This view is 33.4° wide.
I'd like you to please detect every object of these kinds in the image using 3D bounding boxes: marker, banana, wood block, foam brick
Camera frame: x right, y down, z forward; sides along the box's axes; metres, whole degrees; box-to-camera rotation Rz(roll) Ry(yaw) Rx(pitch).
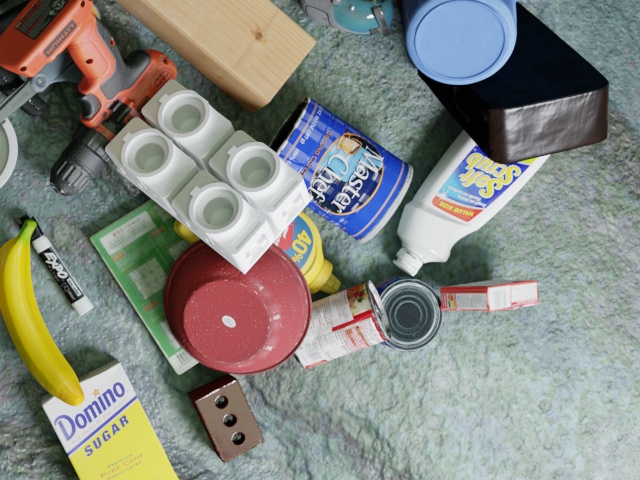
[{"bbox_3d":[-0.281,0.025,1.130,0.020,0.020,0.121,-34,98,-12],"label":"marker"},{"bbox_3d":[-0.297,0.082,1.101,0.037,0.070,0.198,-15,85,-48],"label":"banana"},{"bbox_3d":[-0.118,-0.238,1.135,0.206,0.090,0.090,39,80,-11],"label":"wood block"},{"bbox_3d":[-0.102,0.192,1.159,0.053,0.051,0.078,-26,96,-13],"label":"foam brick"}]

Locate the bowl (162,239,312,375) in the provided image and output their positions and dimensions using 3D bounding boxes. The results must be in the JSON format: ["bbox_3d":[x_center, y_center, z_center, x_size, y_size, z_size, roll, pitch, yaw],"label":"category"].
[{"bbox_3d":[-0.092,0.076,1.108,0.162,0.055,0.162,2,107,7],"label":"bowl"}]

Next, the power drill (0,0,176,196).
[{"bbox_3d":[-0.244,-0.153,1.068,0.057,0.187,0.184,30,78,31],"label":"power drill"}]

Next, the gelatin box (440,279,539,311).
[{"bbox_3d":[0.191,0.063,1.206,0.089,0.073,0.030,-4,91,-40],"label":"gelatin box"}]

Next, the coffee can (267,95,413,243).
[{"bbox_3d":[0.015,-0.077,1.161,0.140,0.103,0.103,33,82,-12],"label":"coffee can"}]

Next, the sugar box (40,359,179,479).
[{"bbox_3d":[-0.217,0.225,1.134,0.093,0.048,0.176,-28,98,-12],"label":"sugar box"}]

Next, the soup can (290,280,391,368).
[{"bbox_3d":[0.018,0.093,1.164,0.102,0.068,0.068,-21,96,10],"label":"soup can"}]

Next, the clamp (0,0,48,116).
[{"bbox_3d":[-0.334,-0.200,1.066,0.039,0.171,0.120,-7,79,28],"label":"clamp"}]

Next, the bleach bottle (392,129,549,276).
[{"bbox_3d":[0.176,-0.061,1.224,0.102,0.068,0.251,39,83,-10],"label":"bleach bottle"}]

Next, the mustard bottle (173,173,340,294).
[{"bbox_3d":[-0.057,0.001,1.162,0.191,0.058,0.096,35,78,-17],"label":"mustard bottle"}]

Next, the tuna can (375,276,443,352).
[{"bbox_3d":[0.096,0.084,1.217,0.086,0.034,0.086,0,90,-14],"label":"tuna can"}]

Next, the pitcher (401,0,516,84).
[{"bbox_3d":[0.154,-0.271,1.111,0.145,0.242,0.149,28,127,-18],"label":"pitcher"}]

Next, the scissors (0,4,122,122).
[{"bbox_3d":[-0.273,-0.156,1.099,0.096,0.016,0.201,41,63,-33],"label":"scissors"}]
